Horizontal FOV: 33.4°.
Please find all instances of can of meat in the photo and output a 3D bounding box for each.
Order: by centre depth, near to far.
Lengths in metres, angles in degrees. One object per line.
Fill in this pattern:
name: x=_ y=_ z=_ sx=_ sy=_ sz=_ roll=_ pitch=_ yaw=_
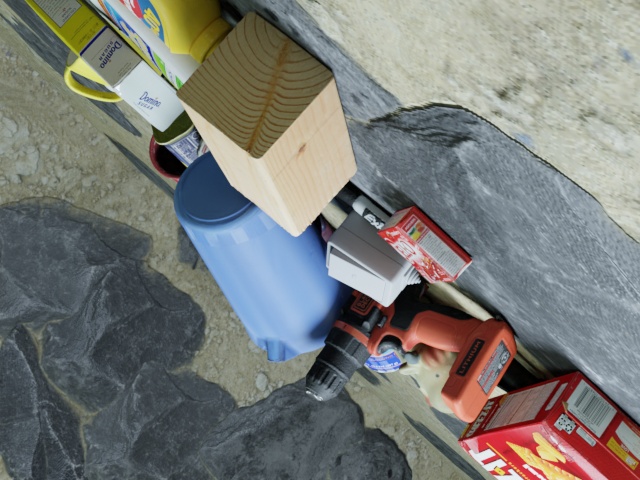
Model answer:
can of meat: x=-0.160 y=-0.139 z=1.287 sx=0.083 sy=0.057 sz=0.102 roll=46 pitch=-160 yaw=-51

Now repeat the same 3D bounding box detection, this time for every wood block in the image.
wood block: x=-0.037 y=-0.089 z=0.896 sx=0.090 sy=0.091 sz=0.206 roll=39 pitch=172 yaw=15

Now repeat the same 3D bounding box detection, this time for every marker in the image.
marker: x=0.061 y=-0.020 z=1.060 sx=0.121 sy=0.020 sz=0.020 roll=40 pitch=173 yaw=18

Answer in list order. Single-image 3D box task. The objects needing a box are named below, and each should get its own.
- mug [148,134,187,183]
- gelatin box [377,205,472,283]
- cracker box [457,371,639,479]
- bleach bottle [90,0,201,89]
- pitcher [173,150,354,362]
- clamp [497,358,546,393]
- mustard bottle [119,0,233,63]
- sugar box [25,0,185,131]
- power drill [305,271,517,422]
mug: x=-0.186 y=-0.130 z=1.498 sx=0.081 sy=0.093 sz=0.117 roll=50 pitch=-158 yaw=-73
gelatin box: x=0.094 y=0.005 z=0.985 sx=0.073 sy=0.030 sz=0.089 roll=43 pitch=172 yaw=-4
cracker box: x=0.253 y=0.225 z=1.083 sx=0.164 sy=0.072 sz=0.214 roll=42 pitch=158 yaw=-1
bleach bottle: x=-0.152 y=-0.201 z=0.975 sx=0.251 sy=0.068 sz=0.102 roll=43 pitch=174 yaw=11
pitcher: x=-0.057 y=0.001 z=1.127 sx=0.149 sy=0.145 sz=0.242 roll=53 pitch=175 yaw=38
clamp: x=0.230 y=0.164 z=1.159 sx=0.172 sy=0.039 sz=0.120 roll=33 pitch=174 yaw=31
mustard bottle: x=-0.139 y=-0.209 z=0.869 sx=0.191 sy=0.058 sz=0.096 roll=42 pitch=170 yaw=0
sugar box: x=-0.212 y=-0.186 z=1.051 sx=0.176 sy=0.048 sz=0.093 roll=47 pitch=-178 yaw=31
power drill: x=0.092 y=0.114 z=1.104 sx=0.188 sy=0.184 sz=0.057 roll=24 pitch=164 yaw=37
